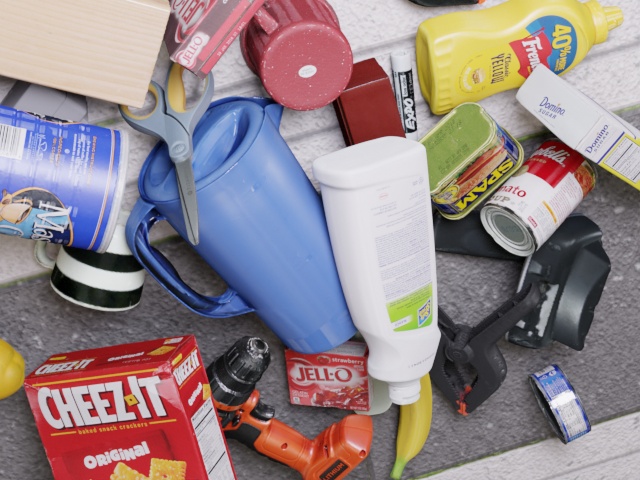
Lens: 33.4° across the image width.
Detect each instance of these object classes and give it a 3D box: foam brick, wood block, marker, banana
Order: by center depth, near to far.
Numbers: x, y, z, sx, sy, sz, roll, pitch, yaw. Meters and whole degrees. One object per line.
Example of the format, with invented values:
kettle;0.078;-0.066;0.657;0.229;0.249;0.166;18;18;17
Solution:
wood block;-0.235;-0.185;0.861;0.205;0.090;0.091;12;115;-19
foam brick;0.042;-0.120;0.985;0.051;0.053;0.078;-20;123;-2
marker;0.082;-0.122;1.013;0.020;0.020;0.121;-13;121;-6
banana;0.098;0.177;1.155;0.037;0.069;0.198;9;132;17

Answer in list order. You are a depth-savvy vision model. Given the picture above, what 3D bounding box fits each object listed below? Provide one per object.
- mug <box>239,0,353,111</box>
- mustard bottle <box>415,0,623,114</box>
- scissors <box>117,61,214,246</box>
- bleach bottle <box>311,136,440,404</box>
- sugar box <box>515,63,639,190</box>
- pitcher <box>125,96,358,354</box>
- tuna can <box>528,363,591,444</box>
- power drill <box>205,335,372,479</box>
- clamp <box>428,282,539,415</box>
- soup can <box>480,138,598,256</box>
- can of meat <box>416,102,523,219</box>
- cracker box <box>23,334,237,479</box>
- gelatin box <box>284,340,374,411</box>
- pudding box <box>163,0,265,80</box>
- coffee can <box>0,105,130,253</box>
mug;-0.026;-0.171;0.923;0.093;0.081;0.117;-38;120;9
mustard bottle;0.185;-0.181;0.979;0.191;0.058;0.096;-17;139;-5
scissors;-0.135;-0.077;0.901;0.096;0.201;0.016;-5;147;16
bleach bottle;0.059;0.038;0.974;0.102;0.068;0.251;-20;115;-28
sugar box;0.263;-0.097;0.996;0.175;0.093;0.048;18;115;-43
pitcher;-0.056;0.001;0.987;0.149;0.145;0.242;-16;129;27
tuna can;0.267;0.182;1.190;0.034;0.086;0.086;-26;121;0
power drill;-0.043;0.180;1.095;0.187;0.057;0.185;27;134;-15
clamp;0.139;0.102;1.123;0.165;0.036;0.210;16;137;18
soup can;0.212;-0.042;1.038;0.102;0.069;0.068;-44;124;-20
can of meat;0.133;-0.076;1.008;0.102;0.057;0.083;-42;152;11
cracker box;-0.179;0.211;1.044;0.164;0.072;0.214;-10;105;18
gelatin box;0.009;0.139;1.118;0.089;0.030;0.073;4;123;14
pudding box;-0.090;-0.193;0.877;0.039;0.113;0.090;34;106;-27
coffee can;-0.233;-0.052;0.854;0.140;0.103;0.103;11;116;-19
